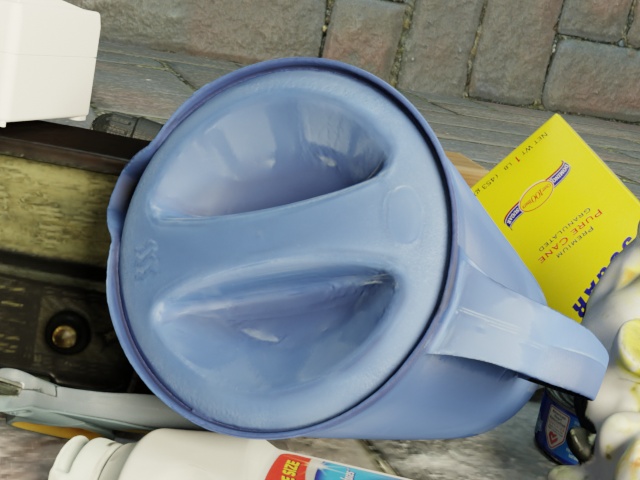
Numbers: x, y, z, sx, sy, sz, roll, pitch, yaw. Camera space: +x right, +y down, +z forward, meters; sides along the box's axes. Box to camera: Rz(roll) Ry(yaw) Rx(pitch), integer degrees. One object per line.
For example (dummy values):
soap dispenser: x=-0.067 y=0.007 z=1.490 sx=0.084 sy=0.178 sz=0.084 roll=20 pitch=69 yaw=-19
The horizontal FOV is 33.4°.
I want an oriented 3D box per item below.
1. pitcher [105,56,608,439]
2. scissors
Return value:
pitcher: x=0.035 y=0.029 z=0.459 sx=0.145 sy=0.149 sz=0.242 roll=-29 pitch=-23 yaw=15
scissors: x=-0.089 y=0.057 z=0.386 sx=0.096 sy=0.016 sz=0.202 roll=3 pitch=-16 yaw=-1
